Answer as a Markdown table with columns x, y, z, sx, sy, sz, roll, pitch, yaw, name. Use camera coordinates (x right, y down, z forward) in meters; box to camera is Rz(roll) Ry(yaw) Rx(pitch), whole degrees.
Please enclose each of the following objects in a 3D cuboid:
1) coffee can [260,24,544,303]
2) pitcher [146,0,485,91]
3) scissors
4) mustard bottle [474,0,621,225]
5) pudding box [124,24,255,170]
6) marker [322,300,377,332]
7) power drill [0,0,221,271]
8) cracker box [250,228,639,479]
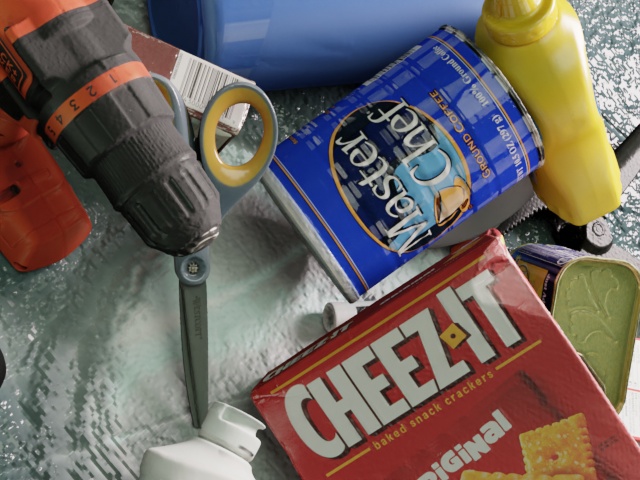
| x | y | z | sx | sy | sz | roll | pitch | yaw | name |
| --- | --- | --- | --- | --- | --- | --- | --- | --- | --- |
| 0.044 | -0.044 | 0.628 | 0.140 | 0.103 | 0.103 | -36 | 90 | -2 | coffee can |
| 0.017 | -0.170 | 0.677 | 0.242 | 0.145 | 0.149 | -12 | 51 | -25 | pitcher |
| -0.054 | 0.001 | 0.584 | 0.096 | 0.016 | 0.202 | -19 | 109 | -8 | scissors |
| 0.134 | -0.093 | 0.645 | 0.058 | 0.191 | 0.096 | -26 | 54 | 8 | mustard bottle |
| -0.106 | -0.080 | 0.608 | 0.113 | 0.090 | 0.039 | 24 | 65 | -17 | pudding box |
| 0.059 | 0.047 | 0.682 | 0.120 | 0.020 | 0.020 | -1 | 73 | -25 | marker |
| -0.131 | -0.049 | 0.529 | 0.057 | 0.188 | 0.184 | -33 | 87 | -32 | power drill |
| 0.087 | 0.126 | 0.593 | 0.164 | 0.072 | 0.214 | -34 | 89 | 7 | cracker box |
